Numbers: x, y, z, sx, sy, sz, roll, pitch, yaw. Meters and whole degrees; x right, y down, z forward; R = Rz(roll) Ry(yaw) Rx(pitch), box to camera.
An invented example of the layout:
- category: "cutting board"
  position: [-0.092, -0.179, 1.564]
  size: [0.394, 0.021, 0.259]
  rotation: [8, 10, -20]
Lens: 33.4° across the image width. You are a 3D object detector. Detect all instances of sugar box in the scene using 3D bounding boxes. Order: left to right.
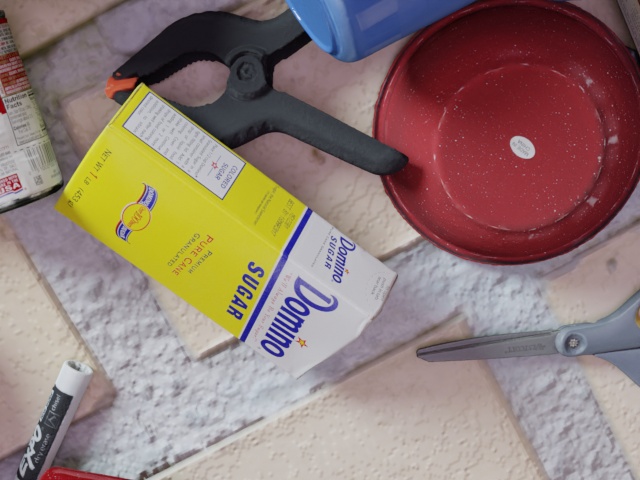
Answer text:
- category: "sugar box"
  position: [-0.054, 0.001, 0.597]
  size: [0.176, 0.048, 0.093]
  rotation: [38, 140, -8]

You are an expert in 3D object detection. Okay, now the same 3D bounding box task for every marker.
- category: "marker"
  position: [-0.171, 0.130, 0.652]
  size: [0.020, 0.020, 0.121]
  rotation: [24, 99, -9]

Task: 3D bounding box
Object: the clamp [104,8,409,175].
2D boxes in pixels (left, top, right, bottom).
- category: "clamp"
  position: [-0.032, -0.101, 0.597]
  size: [0.171, 0.039, 0.120]
  rotation: [5, 80, 4]

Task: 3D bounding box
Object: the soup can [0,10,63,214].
- category: "soup can"
  position: [-0.189, -0.067, 0.585]
  size: [0.068, 0.068, 0.102]
  rotation: [-17, 103, 0]

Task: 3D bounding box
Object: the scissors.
- category: "scissors"
  position: [0.168, 0.077, 0.665]
  size: [0.202, 0.016, 0.096]
  rotation: [-20, 103, 1]

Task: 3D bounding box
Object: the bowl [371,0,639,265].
- category: "bowl"
  position: [0.109, -0.056, 0.600]
  size: [0.162, 0.055, 0.162]
  rotation: [1, 105, 5]
